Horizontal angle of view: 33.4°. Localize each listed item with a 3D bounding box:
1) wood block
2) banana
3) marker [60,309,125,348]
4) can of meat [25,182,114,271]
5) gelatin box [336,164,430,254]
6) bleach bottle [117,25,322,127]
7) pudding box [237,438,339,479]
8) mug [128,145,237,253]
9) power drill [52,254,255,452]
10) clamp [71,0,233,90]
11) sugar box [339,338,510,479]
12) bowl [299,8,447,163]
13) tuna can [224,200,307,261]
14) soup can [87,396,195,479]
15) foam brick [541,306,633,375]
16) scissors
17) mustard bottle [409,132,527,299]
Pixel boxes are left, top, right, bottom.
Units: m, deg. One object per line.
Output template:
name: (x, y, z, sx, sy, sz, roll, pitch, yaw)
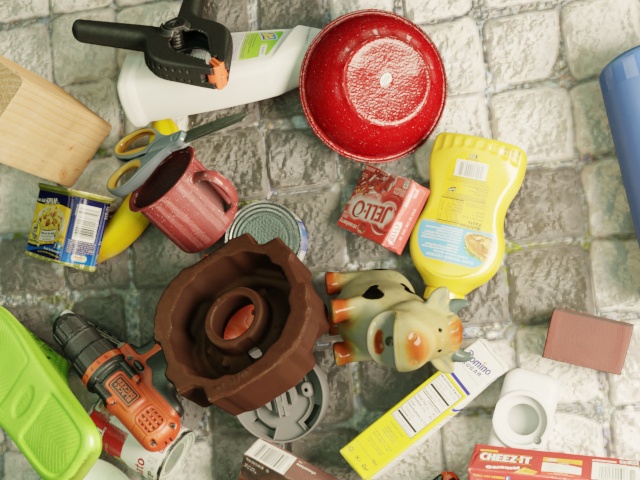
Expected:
wood block: (-0.322, -0.133, 1.147, 0.091, 0.206, 0.090, 36, 93, 15)
banana: (-0.201, -0.058, 1.198, 0.070, 0.037, 0.198, 19, 85, 45)
marker: (-0.239, 0.112, 1.193, 0.121, 0.020, 0.020, 27, 90, 16)
can of meat: (-0.280, -0.015, 1.184, 0.102, 0.057, 0.084, 11, 89, 48)
gelatin box: (0.064, -0.033, 1.103, 0.089, 0.030, 0.073, 28, 91, 55)
bleach bottle: (-0.086, -0.184, 1.154, 0.251, 0.068, 0.102, -5, 44, 13)
pudding box: (-0.032, 0.266, 1.090, 0.114, 0.039, 0.090, 27, 123, 18)
mug: (-0.134, -0.043, 1.132, 0.117, 0.081, 0.093, -18, 37, 39)
power drill: (-0.166, 0.102, 1.127, 0.187, 0.057, 0.184, -41, 73, -13)
clamp: (-0.147, -0.221, 1.137, 0.164, 0.036, 0.210, -33, 47, -24)
sugar box: (0.106, 0.167, 1.059, 0.176, 0.093, 0.048, -42, 76, 5)
bowl: (0.061, -0.161, 1.096, 0.162, 0.055, 0.162, 0, 93, -11)
tuna can: (-0.058, 0.001, 1.152, 0.086, 0.033, 0.086, -2, 83, 14)
soup can: (-0.194, 0.209, 1.144, 0.102, 0.068, 0.068, 28, 91, 16)
foam brick: (0.262, 0.099, 1.048, 0.078, 0.053, 0.051, 12, 86, 16)
scissors: (-0.160, -0.089, 1.123, 0.202, 0.016, 0.096, 1, 59, 45)
mustard bottle: (0.143, -0.009, 1.088, 0.096, 0.058, 0.191, 13, 86, 17)
